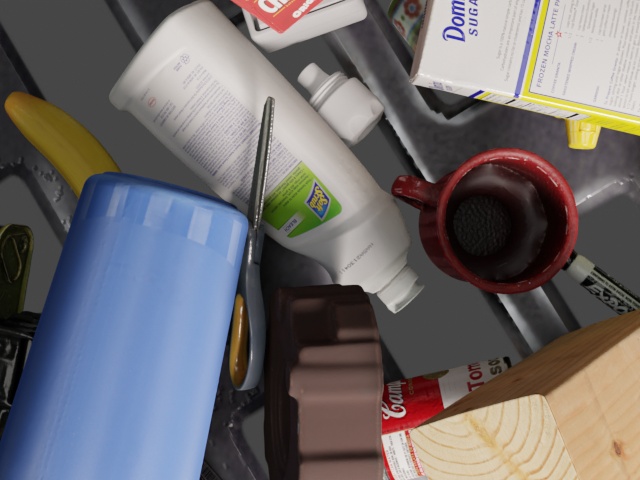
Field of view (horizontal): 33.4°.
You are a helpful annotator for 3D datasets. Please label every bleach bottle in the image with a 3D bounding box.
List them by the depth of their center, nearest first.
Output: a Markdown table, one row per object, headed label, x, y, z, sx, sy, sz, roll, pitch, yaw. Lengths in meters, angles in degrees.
| label | x | y | z | sx | sy | sz | roll | pitch | yaw |
| --- | --- | --- | --- | --- | --- | --- | --- | --- | --- |
| bleach bottle | -0.029 | -0.046 | 0.747 | 0.251 | 0.068 | 0.103 | 47 | 128 | 1 |

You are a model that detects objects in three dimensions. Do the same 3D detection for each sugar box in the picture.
| label | x | y | z | sx | sy | sz | roll | pitch | yaw |
| --- | --- | --- | --- | --- | --- | --- | --- | --- | --- |
| sugar box | 0.151 | -0.126 | 0.669 | 0.176 | 0.048 | 0.093 | 13 | 90 | -1 |

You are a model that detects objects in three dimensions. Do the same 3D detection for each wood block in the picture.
| label | x | y | z | sx | sy | sz | roll | pitch | yaw |
| --- | --- | --- | --- | --- | --- | --- | --- | --- | --- |
| wood block | 0.156 | 0.112 | 0.641 | 0.090 | 0.205 | 0.091 | -25 | 85 | 37 |

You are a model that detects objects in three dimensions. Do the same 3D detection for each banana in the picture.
| label | x | y | z | sx | sy | sz | roll | pitch | yaw |
| --- | --- | --- | --- | --- | --- | --- | --- | --- | --- |
| banana | -0.166 | -0.023 | 0.775 | 0.069 | 0.037 | 0.198 | -17 | 83 | -30 |

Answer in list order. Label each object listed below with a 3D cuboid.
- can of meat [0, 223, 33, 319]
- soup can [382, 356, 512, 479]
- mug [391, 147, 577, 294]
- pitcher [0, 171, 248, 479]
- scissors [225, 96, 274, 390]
| label | x | y | z | sx | sy | sz | roll | pitch | yaw |
| --- | --- | --- | --- | --- | --- | --- | --- | --- | --- |
| can of meat | -0.268 | 0.032 | 0.790 | 0.084 | 0.057 | 0.102 | 9 | 90 | 11 |
| soup can | 0.087 | 0.123 | 0.729 | 0.102 | 0.068 | 0.068 | -14 | 87 | 8 |
| mug | 0.102 | -0.016 | 0.711 | 0.117 | 0.081 | 0.093 | 19 | 87 | -7 |
| pitcher | -0.126 | 0.086 | 0.684 | 0.149 | 0.144 | 0.243 | 10 | 84 | 43 |
| scissors | -0.055 | 0.001 | 0.733 | 0.016 | 0.096 | 0.202 | -2 | 100 | -26 |
